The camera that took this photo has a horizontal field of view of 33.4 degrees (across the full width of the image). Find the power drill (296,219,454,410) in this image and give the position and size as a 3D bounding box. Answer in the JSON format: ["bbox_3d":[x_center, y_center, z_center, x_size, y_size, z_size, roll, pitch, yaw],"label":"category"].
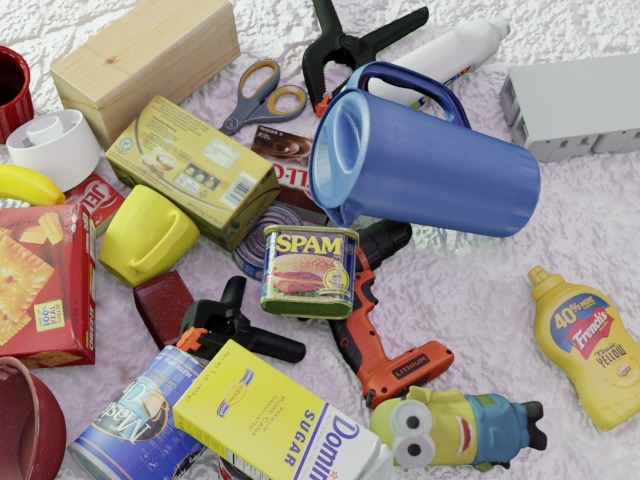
[{"bbox_3d":[0.062,0.076,1.167,0.184,0.057,0.188,-30,68,-15],"label":"power drill"}]

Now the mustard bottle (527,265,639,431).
[{"bbox_3d":[0.292,0.107,1.175,0.096,0.058,0.192,-30,70,-14],"label":"mustard bottle"}]

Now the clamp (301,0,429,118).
[{"bbox_3d":[0.025,-0.246,1.332,0.164,0.036,0.209,26,64,6],"label":"clamp"}]

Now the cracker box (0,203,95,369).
[{"bbox_3d":[-0.344,0.052,1.106,0.213,0.072,0.164,-4,68,-1],"label":"cracker box"}]

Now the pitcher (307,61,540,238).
[{"bbox_3d":[0.119,-0.087,1.176,0.242,0.149,0.145,12,34,-26],"label":"pitcher"}]

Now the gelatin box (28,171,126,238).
[{"bbox_3d":[-0.272,-0.035,1.197,0.073,0.030,0.089,40,67,12],"label":"gelatin box"}]

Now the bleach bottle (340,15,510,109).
[{"bbox_3d":[0.133,-0.206,1.287,0.250,0.103,0.068,-34,84,-19],"label":"bleach bottle"}]

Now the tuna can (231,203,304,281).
[{"bbox_3d":[-0.058,0.001,1.201,0.086,0.034,0.086,3,63,-5],"label":"tuna can"}]

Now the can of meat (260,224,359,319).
[{"bbox_3d":[-0.012,0.034,1.122,0.102,0.057,0.084,3,67,2],"label":"can of meat"}]

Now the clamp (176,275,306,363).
[{"bbox_3d":[-0.083,0.097,1.104,0.120,0.039,0.171,39,24,10],"label":"clamp"}]

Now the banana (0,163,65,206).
[{"bbox_3d":[-0.365,-0.051,1.166,0.198,0.037,0.069,-10,73,17],"label":"banana"}]

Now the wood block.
[{"bbox_3d":[-0.201,-0.210,1.249,0.091,0.090,0.205,36,64,27],"label":"wood block"}]

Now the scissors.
[{"bbox_3d":[-0.086,-0.134,1.276,0.096,0.016,0.201,24,64,6],"label":"scissors"}]

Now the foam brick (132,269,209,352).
[{"bbox_3d":[-0.159,0.081,1.141,0.051,0.053,0.078,-27,71,-18],"label":"foam brick"}]

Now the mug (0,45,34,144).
[{"bbox_3d":[-0.374,-0.152,1.215,0.093,0.081,0.117,4,63,-4],"label":"mug"}]

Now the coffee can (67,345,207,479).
[{"bbox_3d":[-0.164,0.189,1.058,0.103,0.103,0.140,38,65,12],"label":"coffee can"}]

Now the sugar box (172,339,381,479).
[{"bbox_3d":[-0.040,0.177,0.988,0.176,0.048,0.093,29,61,17],"label":"sugar box"}]

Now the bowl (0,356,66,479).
[{"bbox_3d":[-0.294,0.196,1.036,0.055,0.162,0.162,17,55,-43],"label":"bowl"}]

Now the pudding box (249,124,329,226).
[{"bbox_3d":[-0.033,-0.075,1.239,0.113,0.039,0.090,15,64,2],"label":"pudding box"}]
